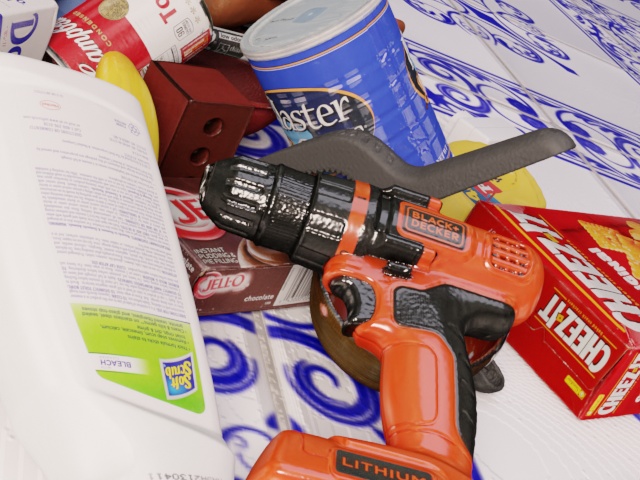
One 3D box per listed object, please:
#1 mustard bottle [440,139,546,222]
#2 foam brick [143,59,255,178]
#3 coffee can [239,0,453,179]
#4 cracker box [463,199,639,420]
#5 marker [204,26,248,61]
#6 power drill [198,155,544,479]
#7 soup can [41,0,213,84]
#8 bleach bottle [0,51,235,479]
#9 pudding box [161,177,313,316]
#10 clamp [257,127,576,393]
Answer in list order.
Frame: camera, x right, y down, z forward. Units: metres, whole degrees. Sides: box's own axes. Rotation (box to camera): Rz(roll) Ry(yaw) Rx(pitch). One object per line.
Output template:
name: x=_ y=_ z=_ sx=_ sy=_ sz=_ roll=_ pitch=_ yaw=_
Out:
mustard bottle: x=0.100 y=-0.034 z=0.830 sx=0.096 sy=0.058 sz=0.191 roll=44 pitch=29 yaw=20
foam brick: x=-0.088 y=-0.067 z=0.674 sx=0.052 sy=0.078 sz=0.051 roll=-2 pitch=39 yaw=-44
coffee can: x=0.021 y=-0.094 z=0.730 sx=0.103 sy=0.103 sz=0.140 roll=-95 pitch=160 yaw=-61
cracker box: x=0.217 y=0.046 z=0.780 sx=0.213 sy=0.072 sz=0.164 roll=4 pitch=33 yaw=-41
marker: x=-0.094 y=-0.148 z=0.757 sx=0.120 sy=0.020 sz=0.020 roll=8 pitch=32 yaw=-37
power drill: x=0.016 y=0.048 z=0.504 sx=0.184 sy=0.057 sz=0.187 roll=17 pitch=50 yaw=-6
soup can: x=-0.127 y=-0.126 z=0.680 sx=0.102 sy=0.068 sz=0.069 roll=-40 pitch=64 yaw=-20
bleach bottle: x=-0.097 y=0.037 z=0.435 sx=0.102 sy=0.068 sz=0.251 roll=11 pitch=45 yaw=-39
pudding box: x=-0.054 y=0.001 z=0.623 sx=0.113 sy=0.039 sz=0.090 roll=0 pitch=36 yaw=-46
clamp: x=0.048 y=-0.022 z=0.660 sx=0.210 sy=0.165 sz=0.036 roll=28 pitch=19 yaw=22
